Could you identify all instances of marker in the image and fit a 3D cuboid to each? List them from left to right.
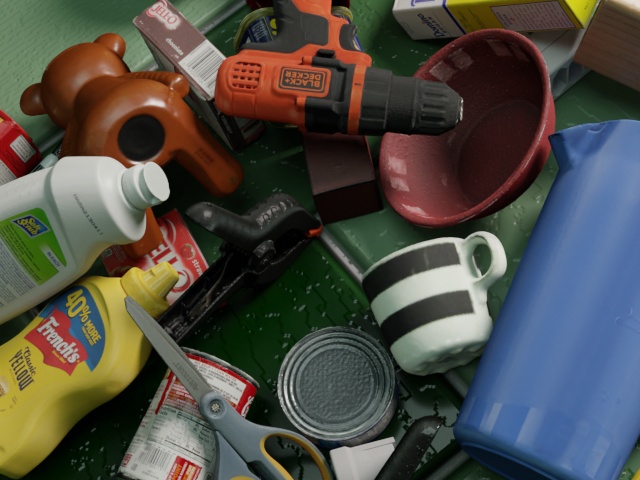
[{"bbox_3d":[-0.248,-0.046,0.915,0.020,0.020,0.121,35,76,24],"label":"marker"}]

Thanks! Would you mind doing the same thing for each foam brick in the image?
[{"bbox_3d":[0.015,-0.063,0.849,0.051,0.053,0.078,-14,62,5],"label":"foam brick"}]

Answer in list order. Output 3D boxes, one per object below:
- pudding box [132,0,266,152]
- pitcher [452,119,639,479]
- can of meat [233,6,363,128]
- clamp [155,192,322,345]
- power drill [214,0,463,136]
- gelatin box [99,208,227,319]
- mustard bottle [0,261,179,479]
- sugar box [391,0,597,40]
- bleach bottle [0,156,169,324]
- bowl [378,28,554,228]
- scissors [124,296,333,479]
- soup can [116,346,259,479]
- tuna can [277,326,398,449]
[{"bbox_3d":[-0.100,-0.137,0.888,0.039,0.090,0.114,-39,64,-6],"label":"pudding box"},{"bbox_3d":[0.195,0.055,0.723,0.149,0.145,0.242,19,73,32],"label":"pitcher"},{"bbox_3d":[-0.010,-0.141,0.875,0.101,0.058,0.084,-7,62,-27],"label":"can of meat"},{"bbox_3d":[-0.055,0.001,0.784,0.039,0.120,0.171,37,42,16],"label":"clamp"},{"bbox_3d":[0.022,-0.169,0.809,0.184,0.057,0.187,7,70,2],"label":"power drill"},{"bbox_3d":[-0.126,0.028,0.847,0.073,0.030,0.089,-28,63,-3],"label":"gelatin box"},{"bbox_3d":[-0.181,0.083,0.794,0.192,0.058,0.096,-40,50,6],"label":"mustard bottle"},{"bbox_3d":[0.146,-0.212,0.855,0.177,0.048,0.093,8,63,45],"label":"sugar box"},{"bbox_3d":[-0.216,0.006,0.793,0.251,0.102,0.068,-21,30,24],"label":"bleach bottle"},{"bbox_3d":[0.121,-0.076,0.810,0.162,0.055,0.162,-27,52,39],"label":"bowl"},{"bbox_3d":[-0.078,0.134,0.728,0.201,0.016,0.096,38,73,-14],"label":"scissors"},{"bbox_3d":[-0.095,0.137,0.768,0.069,0.068,0.102,18,70,19],"label":"soup can"},{"bbox_3d":[0.014,0.108,0.778,0.086,0.033,0.086,-5,64,9],"label":"tuna can"}]
